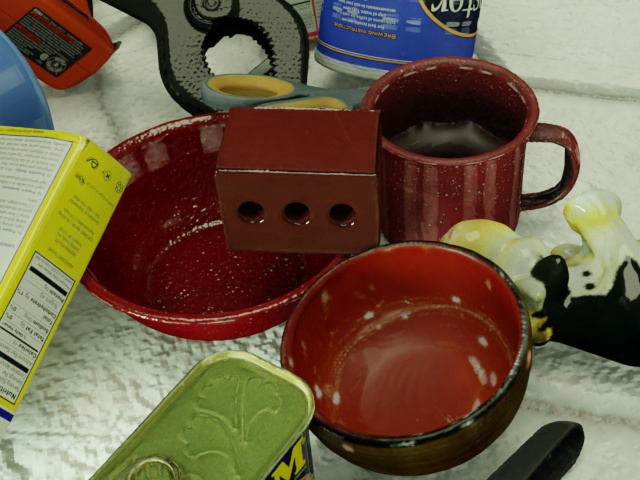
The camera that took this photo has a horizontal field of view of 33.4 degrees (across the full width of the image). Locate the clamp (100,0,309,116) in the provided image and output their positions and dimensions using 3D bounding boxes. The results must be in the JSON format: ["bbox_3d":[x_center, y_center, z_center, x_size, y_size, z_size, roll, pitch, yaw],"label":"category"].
[{"bbox_3d":[-0.079,-0.140,0.661,0.164,0.036,0.210,-22,81,-7],"label":"clamp"}]

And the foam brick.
[{"bbox_3d":[-0.009,-0.030,0.521,0.078,0.053,0.051,1,45,7],"label":"foam brick"}]

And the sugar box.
[{"bbox_3d":[-0.169,0.029,0.514,0.093,0.048,0.176,8,67,34],"label":"sugar box"}]

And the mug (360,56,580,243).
[{"bbox_3d":[0.082,-0.041,0.583,0.117,0.081,0.093,0,44,6],"label":"mug"}]

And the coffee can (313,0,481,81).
[{"bbox_3d":[0.054,-0.177,0.663,0.103,0.140,0.103,6,21,-2],"label":"coffee can"}]

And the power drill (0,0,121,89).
[{"bbox_3d":[-0.208,-0.206,0.732,0.057,0.184,0.187,-33,46,23],"label":"power drill"}]

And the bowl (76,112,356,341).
[{"bbox_3d":[-0.054,0.001,0.572,0.162,0.055,0.162,-3,44,3],"label":"bowl"}]

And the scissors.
[{"bbox_3d":[0.008,-0.087,0.633,0.096,0.016,0.201,22,25,23],"label":"scissors"}]

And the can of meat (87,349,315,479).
[{"bbox_3d":[-0.044,0.111,0.437,0.058,0.084,0.102,23,50,26],"label":"can of meat"}]
